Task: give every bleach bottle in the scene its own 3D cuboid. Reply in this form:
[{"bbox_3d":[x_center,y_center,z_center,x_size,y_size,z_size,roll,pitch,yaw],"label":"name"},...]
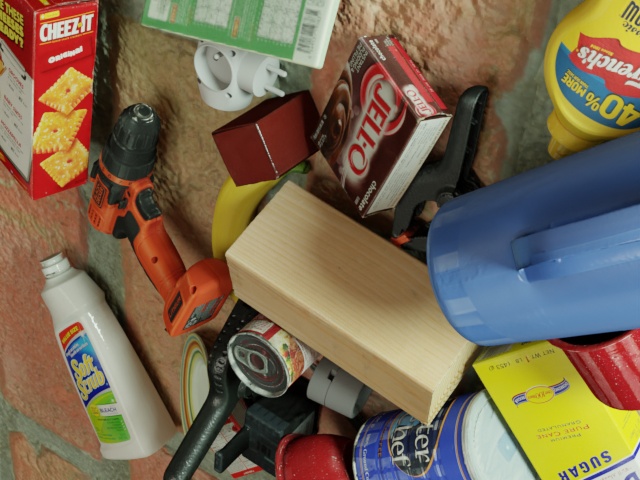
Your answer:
[{"bbox_3d":[-0.260,0.131,1.232,0.103,0.068,0.251,-11,108,43],"label":"bleach bottle"}]

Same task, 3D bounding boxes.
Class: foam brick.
[{"bbox_3d":[-0.040,-0.085,0.889,0.053,0.078,0.051,-6,113,42],"label":"foam brick"}]

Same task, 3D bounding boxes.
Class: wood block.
[{"bbox_3d":[0.031,0.051,0.898,0.206,0.090,0.090,32,158,18],"label":"wood block"}]

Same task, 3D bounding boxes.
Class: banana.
[{"bbox_3d":[-0.070,-0.012,0.993,0.070,0.037,0.198,37,136,14],"label":"banana"}]

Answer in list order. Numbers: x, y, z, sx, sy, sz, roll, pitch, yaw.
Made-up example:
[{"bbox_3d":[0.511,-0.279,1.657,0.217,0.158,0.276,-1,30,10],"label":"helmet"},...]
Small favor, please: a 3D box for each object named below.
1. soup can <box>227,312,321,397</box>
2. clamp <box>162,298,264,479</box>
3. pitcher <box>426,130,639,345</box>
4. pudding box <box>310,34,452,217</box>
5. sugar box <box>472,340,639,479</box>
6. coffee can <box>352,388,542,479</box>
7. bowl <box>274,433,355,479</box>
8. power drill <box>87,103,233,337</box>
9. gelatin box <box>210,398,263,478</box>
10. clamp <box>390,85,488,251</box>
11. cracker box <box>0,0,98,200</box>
[{"bbox_3d":[-0.028,0.087,0.979,0.069,0.102,0.068,21,130,27],"label":"soup can"},{"bbox_3d":[-0.086,0.142,1.038,0.036,0.164,0.210,26,124,25],"label":"clamp"},{"bbox_3d":[0.186,-0.003,0.675,0.243,0.145,0.149,-16,129,39],"label":"pitcher"},{"bbox_3d":[0.044,-0.088,0.824,0.090,0.039,0.114,60,144,28],"label":"pudding box"},{"bbox_3d":[0.208,0.153,0.868,0.094,0.048,0.176,-25,99,40],"label":"sugar box"},{"bbox_3d":[0.112,0.190,0.934,0.141,0.102,0.103,-23,103,46],"label":"coffee can"},{"bbox_3d":[0.029,0.241,1.004,0.055,0.162,0.162,-36,94,19],"label":"bowl"},{"bbox_3d":[-0.152,-0.016,1.017,0.188,0.057,0.185,56,147,17],"label":"power drill"},{"bbox_3d":[-0.093,0.214,1.174,0.073,0.030,0.089,-30,97,48],"label":"gelatin box"},{"bbox_3d":[0.118,-0.030,0.825,0.120,0.039,0.172,49,143,8],"label":"clamp"},{"bbox_3d":[-0.282,-0.172,1.011,0.164,0.071,0.214,45,139,29],"label":"cracker box"}]
